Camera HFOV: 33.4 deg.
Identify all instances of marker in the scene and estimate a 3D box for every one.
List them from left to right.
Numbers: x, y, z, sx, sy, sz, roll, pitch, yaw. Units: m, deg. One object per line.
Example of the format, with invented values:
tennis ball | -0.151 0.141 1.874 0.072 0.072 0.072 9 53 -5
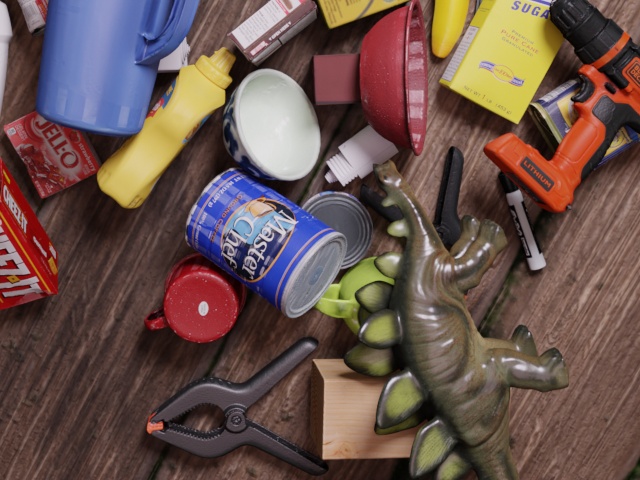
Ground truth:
marker | 0.225 -0.025 1.195 0.020 0.020 0.121 -20 100 2

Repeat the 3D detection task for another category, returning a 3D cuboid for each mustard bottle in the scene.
mustard bottle | -0.155 -0.124 1.121 0.058 0.096 0.192 40 101 -10

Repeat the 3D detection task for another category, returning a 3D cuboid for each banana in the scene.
banana | 0.124 -0.297 1.138 0.070 0.037 0.198 -15 98 30

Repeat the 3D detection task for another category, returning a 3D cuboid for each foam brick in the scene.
foam brick | 0.018 -0.171 1.134 0.053 0.078 0.051 -3 98 -2

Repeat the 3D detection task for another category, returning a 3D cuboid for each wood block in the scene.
wood block | 0.097 0.183 1.179 0.206 0.090 0.091 0 99 -9

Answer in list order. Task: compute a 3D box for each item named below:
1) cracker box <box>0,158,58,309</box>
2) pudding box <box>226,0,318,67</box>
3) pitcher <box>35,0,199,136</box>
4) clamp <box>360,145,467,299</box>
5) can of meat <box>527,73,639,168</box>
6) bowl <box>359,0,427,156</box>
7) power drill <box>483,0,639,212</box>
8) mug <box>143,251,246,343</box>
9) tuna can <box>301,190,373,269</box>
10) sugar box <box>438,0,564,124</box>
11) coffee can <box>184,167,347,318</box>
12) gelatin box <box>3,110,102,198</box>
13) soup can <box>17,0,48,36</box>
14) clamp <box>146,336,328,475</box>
cracker box | -0.404 0.016 1.116 0.213 0.072 0.164 -15 141 1
pudding box | -0.047 -0.223 1.105 0.090 0.113 0.039 -39 96 4
pitcher | -0.196 -0.226 1.038 0.145 0.149 0.243 11 101 -13
clamp | 0.115 -0.010 1.185 0.120 0.039 0.171 -13 100 2
can of meat | 0.287 -0.128 1.160 0.084 0.057 0.102 -33 99 2
bowl | 0.075 -0.167 1.102 0.055 0.162 0.162 0 100 13
power drill | 0.258 -0.137 1.098 0.184 0.057 0.187 43 92 -8
mug | -0.139 0.069 1.169 0.117 0.081 0.093 -22 100 2
tuna can | 0.015 -0.012 1.184 0.086 0.034 0.086 0 100 -2
sugar box | 0.211 -0.224 1.140 0.093 0.048 0.176 24 101 -18
coffee can | -0.057 0.001 1.123 0.140 0.102 0.103 34 98 20
gelatin box | -0.290 -0.101 1.161 0.073 0.030 0.089 -26 100 3
soup can | -0.292 -0.273 1.111 0.068 0.068 0.102 -23 100 2
clamp | -0.090 0.208 1.218 0.210 0.036 0.164 -12 100 -3
